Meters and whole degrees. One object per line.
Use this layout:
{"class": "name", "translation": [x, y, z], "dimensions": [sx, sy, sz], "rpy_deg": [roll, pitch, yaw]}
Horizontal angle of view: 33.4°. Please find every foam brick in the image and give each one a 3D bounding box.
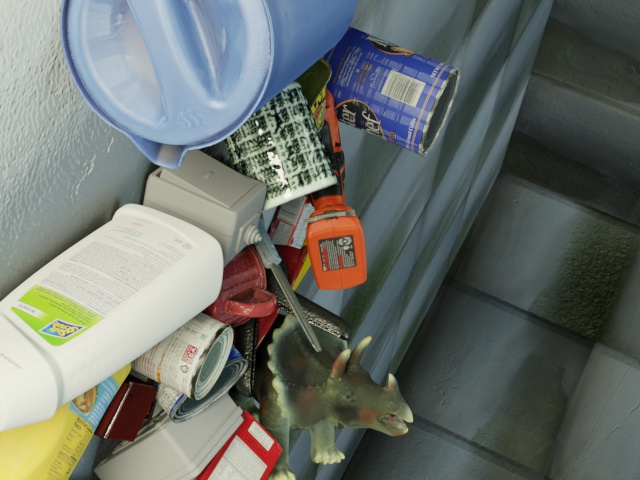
{"class": "foam brick", "translation": [-0.178, 0.133, 0.891], "dimensions": [0.078, 0.051, 0.053], "rpy_deg": [60, 54, -75]}

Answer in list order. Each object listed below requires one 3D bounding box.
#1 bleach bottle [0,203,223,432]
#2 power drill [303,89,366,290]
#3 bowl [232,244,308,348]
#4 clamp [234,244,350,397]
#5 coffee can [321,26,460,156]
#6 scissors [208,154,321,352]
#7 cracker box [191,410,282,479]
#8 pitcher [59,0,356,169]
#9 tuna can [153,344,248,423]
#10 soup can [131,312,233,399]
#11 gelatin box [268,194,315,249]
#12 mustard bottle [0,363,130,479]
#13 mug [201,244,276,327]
{"class": "bleach bottle", "translation": [-0.171, 0.055, 0.712], "dimensions": [0.250, 0.103, 0.068], "rpy_deg": [-37, 141, -53]}
{"class": "power drill", "translation": [0.007, -0.042, 1.125], "dimensions": [0.184, 0.057, 0.187], "rpy_deg": [77, 1, -51]}
{"class": "bowl", "translation": [-0.076, 0.062, 1.120], "dimensions": [0.162, 0.055, 0.162], "rpy_deg": [-58, -174, 9]}
{"class": "clamp", "translation": [-0.049, 0.053, 1.028], "dimensions": [0.120, 0.171, 0.039], "rpy_deg": [-20, 165, -9]}
{"class": "coffee can", "translation": [0.068, -0.165, 1.163], "dimensions": [0.102, 0.140, 0.103], "rpy_deg": [-60, 166, -26]}
{"class": "scissors", "translation": [-0.056, 0.001, 0.932], "dimensions": [0.016, 0.202, 0.096], "rpy_deg": [-32, 149, 12]}
{"class": "cracker box", "translation": [-0.149, 0.286, 1.081], "dimensions": [0.164, 0.072, 0.213], "rpy_deg": [-28, -159, 45]}
{"class": "pitcher", "translation": [-0.054, -0.162, 0.705], "dimensions": [0.149, 0.145, 0.242], "rpy_deg": [-34, -173, 26]}
{"class": "tuna can", "translation": [-0.109, 0.124, 0.962], "dimensions": [0.086, 0.034, 0.086], "rpy_deg": [-38, 163, -14]}
{"class": "soup can", "translation": [-0.131, 0.079, 0.871], "dimensions": [0.068, 0.102, 0.068], "rpy_deg": [-61, 166, -26]}
{"class": "gelatin box", "translation": [-0.036, -0.016, 1.268], "dimensions": [0.073, 0.030, 0.089], "rpy_deg": [-6, 119, -78]}
{"class": "mustard bottle", "translation": [-0.193, 0.125, 0.797], "dimensions": [0.191, 0.058, 0.096], "rpy_deg": [-62, 166, -19]}
{"class": "mug", "translation": [-0.096, 0.045, 0.935], "dimensions": [0.081, 0.117, 0.093], "rpy_deg": [-24, 130, -65]}
